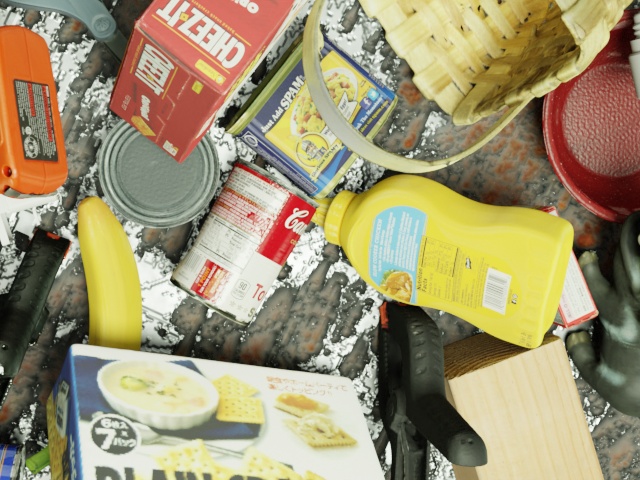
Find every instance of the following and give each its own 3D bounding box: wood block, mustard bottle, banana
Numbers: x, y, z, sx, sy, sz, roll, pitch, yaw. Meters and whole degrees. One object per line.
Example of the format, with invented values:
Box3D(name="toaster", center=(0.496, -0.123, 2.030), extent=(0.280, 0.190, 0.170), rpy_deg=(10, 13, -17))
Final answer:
Box3D(name="wood block", center=(0.154, 0.176, 0.802), extent=(0.090, 0.091, 0.206), rpy_deg=(-19, 97, -8))
Box3D(name="mustard bottle", center=(0.078, 0.004, 0.763), extent=(0.192, 0.058, 0.096), rpy_deg=(19, 128, 21))
Box3D(name="banana", center=(-0.157, 0.069, 0.758), extent=(0.037, 0.069, 0.198), rpy_deg=(11, 91, 34))

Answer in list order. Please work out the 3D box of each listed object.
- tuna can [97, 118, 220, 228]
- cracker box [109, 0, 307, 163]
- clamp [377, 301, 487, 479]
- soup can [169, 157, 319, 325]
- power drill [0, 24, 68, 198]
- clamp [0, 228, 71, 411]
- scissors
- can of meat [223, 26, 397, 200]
Box3D(name="tuna can", center=(-0.116, -0.052, 0.768), extent=(0.086, 0.034, 0.086), rpy_deg=(-1, 94, -10))
Box3D(name="cracker box", center=(-0.042, -0.168, 0.683), extent=(0.072, 0.164, 0.213), rpy_deg=(37, 73, -6))
Box3D(name="clamp", center=(0.069, 0.116, 0.736), extent=(0.036, 0.165, 0.210), rpy_deg=(7, 48, -11))
Box3D(name="soup can", center=(-0.055, 0.001, 0.765), extent=(0.068, 0.068, 0.102), rpy_deg=(31, 89, -11))
Box3D(name="power drill", center=(-0.261, -0.081, 0.693), extent=(0.188, 0.057, 0.184), rpy_deg=(-11, 90, 25))
Box3D(name="clamp", center=(-0.199, 0.052, 0.704), extent=(0.039, 0.120, 0.171), rpy_deg=(24, 51, -19))
Box3D(name="scissors", center=(-0.172, -0.148, 0.744), extent=(0.096, 0.016, 0.202), rpy_deg=(-22, 87, -5))
Box3D(name="can of meat", center=(-0.005, -0.092, 0.773), extent=(0.084, 0.057, 0.102), rpy_deg=(39, 87, -12))
